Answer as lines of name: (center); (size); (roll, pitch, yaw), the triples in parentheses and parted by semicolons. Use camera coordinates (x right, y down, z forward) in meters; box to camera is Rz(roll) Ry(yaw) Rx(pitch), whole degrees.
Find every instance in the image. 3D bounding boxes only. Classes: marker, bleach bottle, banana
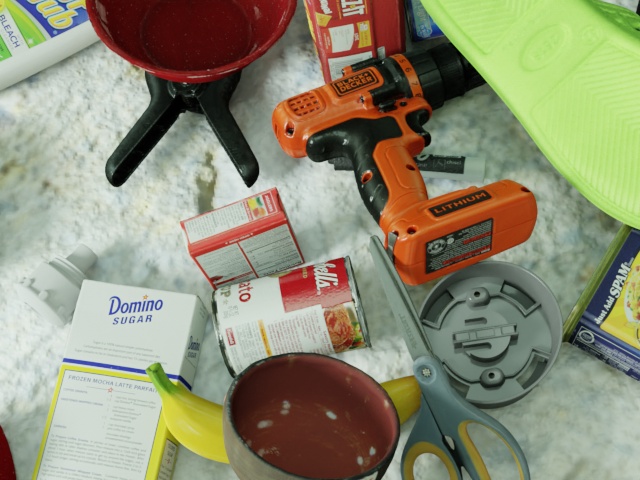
marker: (0.065, -0.058, 0.817); (0.121, 0.020, 0.020); (5, 71, 10)
bleach bottle: (-0.209, -0.211, 0.882); (0.250, 0.068, 0.102); (-30, 98, -4)
banana: (-0.023, 0.124, 0.740); (0.197, 0.037, 0.070); (3, 114, -7)

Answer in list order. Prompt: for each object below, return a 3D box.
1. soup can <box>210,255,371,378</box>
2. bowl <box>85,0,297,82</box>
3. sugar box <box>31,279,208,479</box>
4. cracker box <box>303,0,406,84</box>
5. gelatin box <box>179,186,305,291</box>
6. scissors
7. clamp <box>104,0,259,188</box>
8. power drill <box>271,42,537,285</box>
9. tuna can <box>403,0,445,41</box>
soup can: (-0.020, 0.055, 0.763); (0.102, 0.068, 0.068); (-14, 69, 3)
bowl: (-0.099, -0.179, 0.832); (0.162, 0.055, 0.162); (1, 63, -2)
sugar box: (-0.145, 0.121, 0.772); (0.093, 0.048, 0.176); (8, 68, 11)
cracker box: (0.010, -0.249, 0.818); (0.072, 0.164, 0.214); (-12, 69, 2)
gelatin box: (-0.055, 0.001, 0.777); (0.073, 0.089, 0.030); (-20, 67, 1)
scissors: (0.062, 0.102, 0.717); (0.096, 0.016, 0.202); (-38, 87, 26)
clamp: (-0.114, -0.113, 0.853); (0.120, 0.039, 0.171); (-5, 64, -3)
power drill: (0.078, -0.066, 0.773); (0.184, 0.057, 0.188); (-23, 50, -9)
tuna can: (0.079, -0.199, 0.831); (0.034, 0.086, 0.086); (-11, 69, 6)
